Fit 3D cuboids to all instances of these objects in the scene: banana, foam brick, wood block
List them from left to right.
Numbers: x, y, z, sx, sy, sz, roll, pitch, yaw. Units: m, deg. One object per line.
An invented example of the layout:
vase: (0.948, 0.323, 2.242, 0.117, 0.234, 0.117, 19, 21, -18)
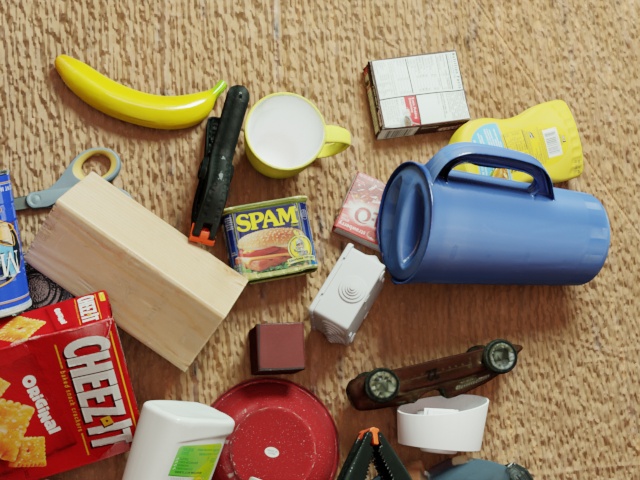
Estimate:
wood block: (-0.194, 0.032, 1.129, 0.206, 0.090, 0.090, 35, 116, -3)
banana: (-0.208, -0.163, 1.216, 0.197, 0.037, 0.069, 9, 59, -9)
foam brick: (-0.048, 0.119, 1.160, 0.051, 0.078, 0.053, -2, 81, -10)

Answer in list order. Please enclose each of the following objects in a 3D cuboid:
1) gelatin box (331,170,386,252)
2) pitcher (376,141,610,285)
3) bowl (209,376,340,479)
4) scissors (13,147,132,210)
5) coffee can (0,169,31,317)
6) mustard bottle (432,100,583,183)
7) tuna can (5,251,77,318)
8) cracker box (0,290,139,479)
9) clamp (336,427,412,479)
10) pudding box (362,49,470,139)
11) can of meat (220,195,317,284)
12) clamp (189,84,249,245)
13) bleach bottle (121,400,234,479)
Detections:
gelatin box: (0.068, -0.028, 1.232, 0.089, 0.030, 0.073, 24, 76, -3)
pitcher: (0.197, -0.018, 1.178, 0.242, 0.149, 0.145, 4, 82, -21)
bowl: (-0.054, 0.226, 1.149, 0.162, 0.055, 0.162, 2, 79, -8)
scissors: (-0.307, -0.063, 1.186, 0.201, 0.016, 0.096, 6, 80, -8)
coffee can: (-0.352, 0.005, 1.068, 0.102, 0.103, 0.140, -9, 98, -11)
mustard bottle: (0.207, -0.098, 1.254, 0.191, 0.058, 0.096, -15, 92, -12)
tuna can: (-0.307, 0.055, 1.154, 0.086, 0.034, 0.086, 2, 78, -9)
cracker box: (-0.298, 0.160, 1.075, 0.213, 0.072, 0.164, -15, 119, -11)
clamp: (0.052, 0.300, 1.092, 0.164, 0.036, 0.210, -3, 74, -29)
pudding box: (0.114, -0.173, 1.266, 0.113, 0.039, 0.090, -8, 79, -13)
can of meat: (-0.058, 0.001, 1.194, 0.102, 0.057, 0.084, -10, 83, -10)
clamp: (-0.110, -0.083, 1.155, 0.039, 0.120, 0.171, 9, 66, -11)
bleach bottle: (-0.170, 0.293, 1.096, 0.068, 0.102, 0.251, 18, 92, 37)
